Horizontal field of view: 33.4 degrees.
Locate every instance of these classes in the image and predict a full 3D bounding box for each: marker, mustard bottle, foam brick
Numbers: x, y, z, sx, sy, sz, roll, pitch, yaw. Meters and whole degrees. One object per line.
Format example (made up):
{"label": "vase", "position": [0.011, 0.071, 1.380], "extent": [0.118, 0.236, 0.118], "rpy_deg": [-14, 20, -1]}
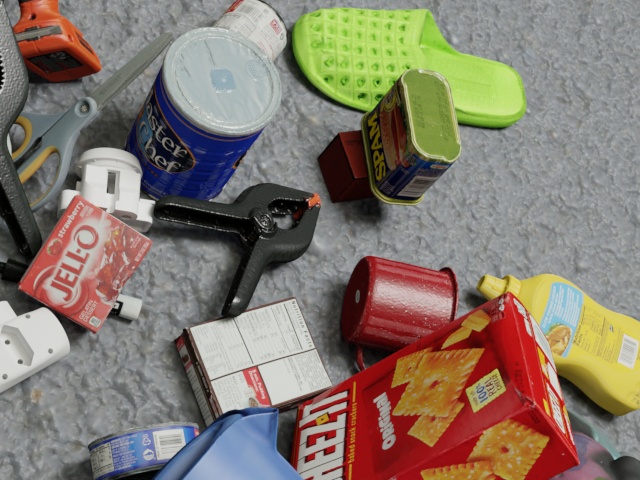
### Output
{"label": "marker", "position": [-0.208, 0.040, 0.887], "extent": [0.121, 0.020, 0.020], "rpy_deg": [19, 59, -15]}
{"label": "mustard bottle", "position": [0.237, 0.087, 1.044], "extent": [0.191, 0.058, 0.096], "rpy_deg": [30, 58, -9]}
{"label": "foam brick", "position": [0.047, -0.075, 1.042], "extent": [0.078, 0.051, 0.053], "rpy_deg": [-8, 69, -28]}

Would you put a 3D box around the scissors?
{"label": "scissors", "position": [-0.214, -0.114, 0.895], "extent": [0.096, 0.016, 0.202], "rpy_deg": [37, 94, 17]}

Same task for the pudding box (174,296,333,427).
{"label": "pudding box", "position": [-0.056, 0.105, 0.914], "extent": [0.113, 0.039, 0.090], "rpy_deg": [-13, 70, -31]}

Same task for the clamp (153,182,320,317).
{"label": "clamp", "position": [-0.056, 0.001, 0.947], "extent": [0.171, 0.039, 0.120], "rpy_deg": [-16, 76, -41]}

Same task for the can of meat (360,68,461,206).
{"label": "can of meat", "position": [0.084, -0.096, 0.985], "extent": [0.057, 0.084, 0.102], "rpy_deg": [4, 63, -23]}

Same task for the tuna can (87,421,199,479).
{"label": "tuna can", "position": [-0.133, 0.166, 0.819], "extent": [0.086, 0.086, 0.034], "rpy_deg": [-3, 69, -26]}

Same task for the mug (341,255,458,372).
{"label": "mug", "position": [0.066, 0.072, 0.964], "extent": [0.081, 0.093, 0.117], "rpy_deg": [13, 94, -13]}

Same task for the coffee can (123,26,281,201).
{"label": "coffee can", "position": [-0.106, -0.104, 0.931], "extent": [0.102, 0.140, 0.103], "rpy_deg": [10, 62, -20]}

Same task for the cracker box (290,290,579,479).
{"label": "cracker box", "position": [0.078, 0.145, 0.815], "extent": [0.072, 0.214, 0.164], "rpy_deg": [53, 19, -19]}

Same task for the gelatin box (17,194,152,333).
{"label": "gelatin box", "position": [-0.190, 0.019, 0.863], "extent": [0.073, 0.030, 0.089], "rpy_deg": [33, 83, -15]}

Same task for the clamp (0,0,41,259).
{"label": "clamp", "position": [-0.286, -0.092, 0.828], "extent": [0.164, 0.036, 0.210], "rpy_deg": [4, 91, -44]}

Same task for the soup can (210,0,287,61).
{"label": "soup can", "position": [-0.084, -0.178, 1.022], "extent": [0.068, 0.069, 0.102], "rpy_deg": [38, 56, -4]}

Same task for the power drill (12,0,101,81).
{"label": "power drill", "position": [-0.243, -0.241, 0.948], "extent": [0.057, 0.184, 0.187], "rpy_deg": [-13, 85, 7]}
